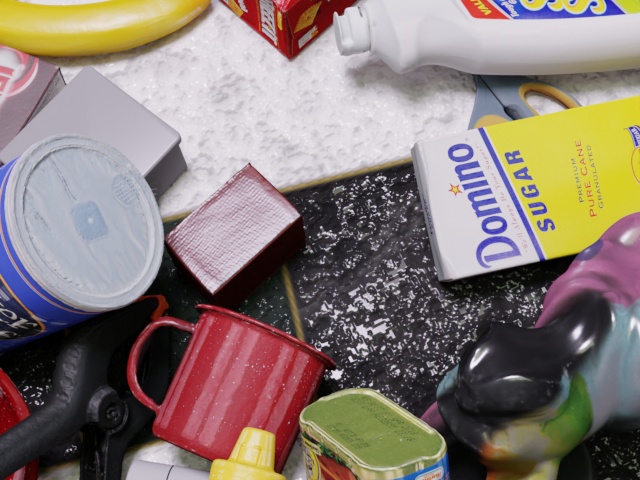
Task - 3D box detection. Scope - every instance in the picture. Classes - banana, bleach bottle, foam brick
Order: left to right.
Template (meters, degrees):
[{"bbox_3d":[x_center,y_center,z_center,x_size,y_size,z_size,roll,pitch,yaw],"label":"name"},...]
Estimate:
[{"bbox_3d":[-0.180,-0.163,0.768,0.198,0.037,0.069,6,70,6],"label":"banana"},{"bbox_3d":[-0.055,0.001,0.690,0.078,0.053,0.051,-42,73,-13],"label":"foam brick"},{"bbox_3d":[0.136,-0.150,0.715,0.250,0.068,0.102,-9,65,-5],"label":"bleach bottle"}]

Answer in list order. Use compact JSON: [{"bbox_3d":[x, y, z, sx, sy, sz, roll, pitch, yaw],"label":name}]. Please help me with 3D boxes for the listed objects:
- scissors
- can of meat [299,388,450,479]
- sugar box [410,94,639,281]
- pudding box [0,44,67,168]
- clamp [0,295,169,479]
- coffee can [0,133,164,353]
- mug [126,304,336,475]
[{"bbox_3d":[0.101,-0.111,0.741,0.202,0.016,0.096,42,77,17],"label":"scissors"},{"bbox_3d":[0.031,0.139,0.589,0.057,0.102,0.084,-16,110,-26],"label":"can of meat"},{"bbox_3d":[0.153,-0.035,0.682,0.176,0.048,0.093,-13,87,-3],"label":"sugar box"},{"bbox_3d":[-0.242,-0.084,0.741,0.090,0.039,0.113,21,72,11],"label":"pudding box"},{"bbox_3d":[-0.133,0.113,0.644,0.039,0.120,0.171,6,49,37],"label":"clamp"},{"bbox_3d":[-0.176,0.008,0.633,0.141,0.102,0.103,-21,63,39],"label":"coffee can"},{"bbox_3d":[-0.059,0.089,0.634,0.117,0.093,0.081,25,77,-7],"label":"mug"}]
